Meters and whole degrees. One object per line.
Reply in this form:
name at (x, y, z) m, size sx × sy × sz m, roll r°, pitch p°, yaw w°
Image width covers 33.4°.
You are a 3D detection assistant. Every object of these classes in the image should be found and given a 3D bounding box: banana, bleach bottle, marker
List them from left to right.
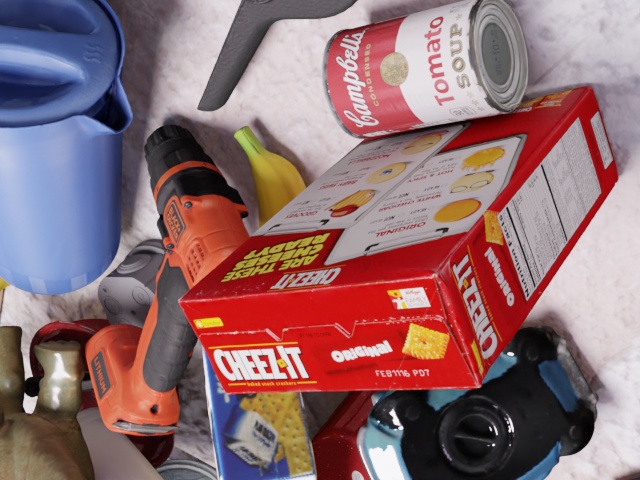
marker at (-0.220, 0.123, 0.928) m, size 0.121 × 0.020 × 0.020 m, roll -12°, pitch 112°, yaw 40°
bleach bottle at (-0.137, 0.215, 0.831) m, size 0.251 × 0.068 × 0.102 m, roll 18°, pitch 134°, yaw 58°
banana at (-0.042, 0.008, 0.794) m, size 0.070 × 0.037 × 0.198 m, roll 40°, pitch 136°, yaw 29°

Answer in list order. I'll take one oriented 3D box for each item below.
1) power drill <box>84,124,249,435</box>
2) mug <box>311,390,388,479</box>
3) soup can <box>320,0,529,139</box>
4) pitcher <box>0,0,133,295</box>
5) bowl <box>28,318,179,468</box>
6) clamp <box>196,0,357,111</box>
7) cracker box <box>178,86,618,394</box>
power drill at (-0.113, 0.030, 0.762) m, size 0.188 × 0.057 × 0.184 m, roll -65°, pitch 33°, yaw 28°
mug at (0.035, 0.155, 0.805) m, size 0.117 × 0.081 × 0.093 m, roll -22°, pitch 106°, yaw 42°
soup can at (0.061, -0.099, 0.622) m, size 0.102 × 0.068 × 0.068 m, roll -6°, pitch 116°, yaw 37°
pitcher at (-0.211, -0.068, 0.765) m, size 0.243 × 0.145 × 0.149 m, roll 103°, pitch 154°, yaw -57°
bowl at (-0.182, 0.126, 0.957) m, size 0.162 × 0.055 × 0.162 m, roll 18°, pitch 129°, yaw 24°
clamp at (-0.037, -0.157, 0.653) m, size 0.210 × 0.036 × 0.164 m, roll -10°, pitch 138°, yaw 24°
cracker box at (0.052, -0.001, 0.593) m, size 0.164 × 0.213 × 0.072 m, roll -8°, pitch 115°, yaw 39°
